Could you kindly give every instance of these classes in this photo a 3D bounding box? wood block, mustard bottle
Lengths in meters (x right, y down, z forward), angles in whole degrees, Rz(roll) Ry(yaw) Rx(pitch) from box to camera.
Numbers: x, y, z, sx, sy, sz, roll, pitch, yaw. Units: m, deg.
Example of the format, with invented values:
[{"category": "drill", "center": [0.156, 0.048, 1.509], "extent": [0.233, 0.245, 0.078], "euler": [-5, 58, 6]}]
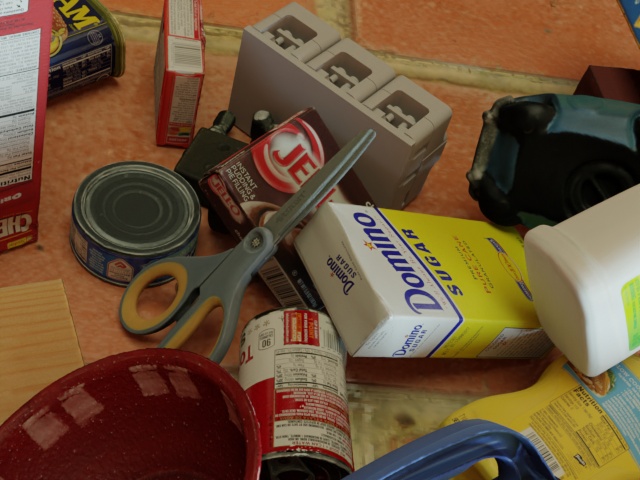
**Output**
[{"category": "wood block", "center": [-0.229, 0.094, 0.551], "extent": [0.205, 0.090, 0.091], "euler": [-9, 52, -21]}, {"category": "mustard bottle", "center": [0.166, 0.117, 0.657], "extent": [0.191, 0.058, 0.096], "euler": [-22, 64, -30]}]

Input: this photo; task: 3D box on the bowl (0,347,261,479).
[{"category": "bowl", "center": [-0.089, 0.128, 0.475], "extent": [0.162, 0.055, 0.162], "euler": [-17, 43, 16]}]

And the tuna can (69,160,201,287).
[{"category": "tuna can", "center": [-0.122, -0.012, 0.707], "extent": [0.086, 0.034, 0.086], "euler": [8, 49, -9]}]

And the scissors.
[{"category": "scissors", "center": [-0.054, 0.001, 0.653], "extent": [0.096, 0.016, 0.202], "euler": [30, 86, 34]}]

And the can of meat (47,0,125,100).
[{"category": "can of meat", "center": [-0.207, -0.151, 0.789], "extent": [0.083, 0.057, 0.102], "euler": [-29, 62, -30]}]

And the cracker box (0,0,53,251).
[{"category": "cracker box", "center": [-0.225, -0.116, 0.648], "extent": [0.072, 0.214, 0.164], "euler": [-18, 57, -29]}]

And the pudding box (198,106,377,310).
[{"category": "pudding box", "center": [-0.013, -0.018, 0.703], "extent": [0.089, 0.039, 0.113], "euler": [-38, 102, -32]}]

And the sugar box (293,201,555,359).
[{"category": "sugar box", "center": [0.076, 0.028, 0.679], "extent": [0.175, 0.048, 0.093], "euler": [7, 43, -42]}]

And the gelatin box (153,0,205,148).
[{"category": "gelatin box", "center": [-0.104, -0.125, 0.782], "extent": [0.030, 0.073, 0.089], "euler": [4, 49, -13]}]

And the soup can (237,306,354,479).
[{"category": "soup can", "center": [-0.015, 0.097, 0.620], "extent": [0.068, 0.069, 0.102], "euler": [7, 49, -9]}]
